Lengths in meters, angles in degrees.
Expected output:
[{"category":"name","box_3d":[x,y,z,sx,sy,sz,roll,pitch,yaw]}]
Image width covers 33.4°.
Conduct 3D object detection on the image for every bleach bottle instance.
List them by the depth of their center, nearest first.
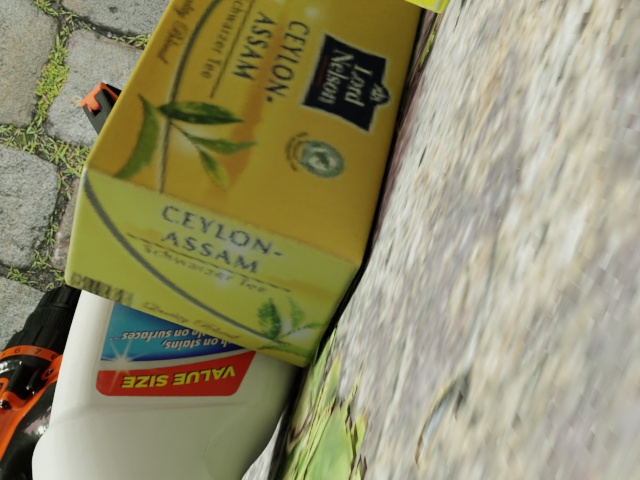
[{"category":"bleach bottle","box_3d":[-0.046,0.042,0.421,0.250,0.102,0.068,-85,12,-49]}]

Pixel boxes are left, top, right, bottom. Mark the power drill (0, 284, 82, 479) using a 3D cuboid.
[{"category":"power drill","box_3d":[-0.106,0.065,0.560,0.188,0.057,0.184,-26,30,26]}]
